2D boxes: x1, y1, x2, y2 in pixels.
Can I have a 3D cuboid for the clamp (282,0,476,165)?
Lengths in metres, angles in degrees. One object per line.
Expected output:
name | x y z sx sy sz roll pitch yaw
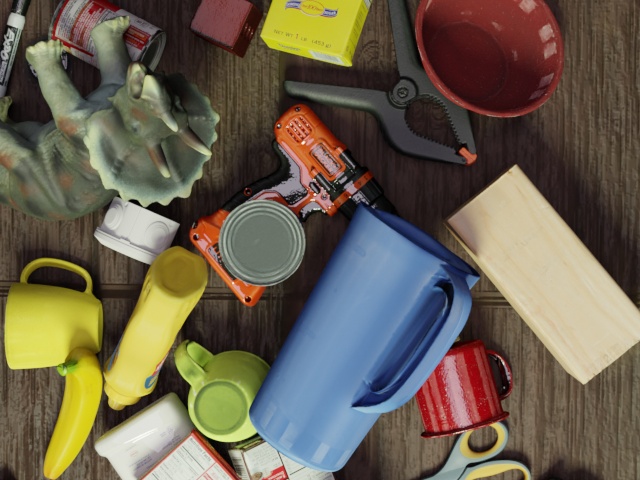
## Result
clamp | 0.088 -0.161 1.101 0.210 0.036 0.164 38 95 6

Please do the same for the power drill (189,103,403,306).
power drill | -0.026 -0.019 1.107 0.187 0.057 0.184 -41 88 3

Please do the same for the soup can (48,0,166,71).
soup can | -0.220 -0.211 1.109 0.102 0.068 0.068 28 94 3

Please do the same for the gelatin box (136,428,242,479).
gelatin box | -0.135 0.246 1.073 0.089 0.030 0.073 -42 92 -3

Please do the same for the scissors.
scissors | 0.119 0.238 1.122 0.202 0.016 0.096 -4 90 5

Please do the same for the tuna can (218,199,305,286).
tuna can | -0.057 0.001 1.063 0.086 0.034 0.086 0 94 2

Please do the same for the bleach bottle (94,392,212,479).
bleach bottle | -0.127 0.290 1.121 0.102 0.068 0.251 -32 91 3

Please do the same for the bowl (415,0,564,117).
bowl | 0.160 -0.190 1.067 0.162 0.055 0.162 5 74 -17

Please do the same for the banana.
banana | -0.258 0.170 1.108 0.037 0.069 0.198 36 135 20

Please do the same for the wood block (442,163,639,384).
wood block | 0.224 0.032 1.069 0.090 0.091 0.206 -40 88 4

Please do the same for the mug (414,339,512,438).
mug | 0.146 0.146 1.087 0.117 0.093 0.081 -13 85 -26

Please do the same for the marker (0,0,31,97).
marker | -0.333 -0.210 1.142 0.020 0.020 0.121 17 93 4

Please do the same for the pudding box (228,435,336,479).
pudding box | -0.032 0.250 1.106 0.089 0.039 0.113 -22 92 -26

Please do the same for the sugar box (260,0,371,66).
sugar box | 0.012 -0.273 1.083 0.093 0.048 0.176 17 88 14

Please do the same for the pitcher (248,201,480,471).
pitcher | 0.039 0.098 1.007 0.145 0.149 0.243 32 98 10

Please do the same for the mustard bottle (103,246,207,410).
mustard bottle | -0.178 0.103 1.095 0.058 0.096 0.192 26 119 -6

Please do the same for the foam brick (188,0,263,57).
foam brick | -0.096 -0.224 1.094 0.051 0.078 0.053 25 96 3
